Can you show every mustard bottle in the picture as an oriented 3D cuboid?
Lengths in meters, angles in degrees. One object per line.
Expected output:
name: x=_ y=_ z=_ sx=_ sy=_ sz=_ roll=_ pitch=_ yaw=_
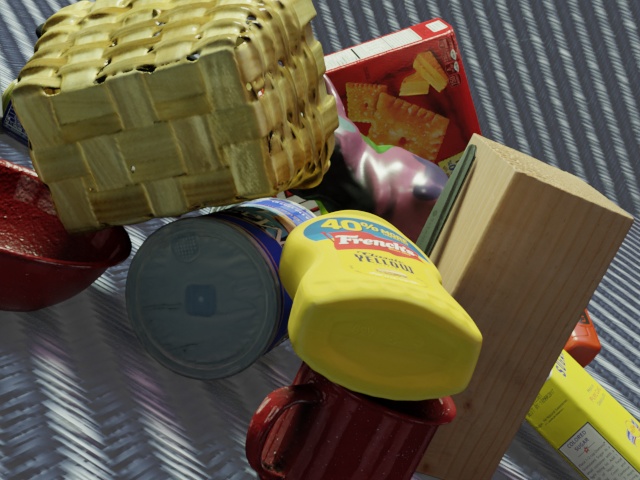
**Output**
mustard bottle: x=0.025 y=0.025 z=0.615 sx=0.096 sy=0.058 sz=0.191 roll=12 pitch=16 yaw=-10

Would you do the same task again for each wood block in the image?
wood block: x=0.105 y=0.048 z=0.705 sx=0.090 sy=0.206 sz=0.091 roll=20 pitch=15 yaw=-17

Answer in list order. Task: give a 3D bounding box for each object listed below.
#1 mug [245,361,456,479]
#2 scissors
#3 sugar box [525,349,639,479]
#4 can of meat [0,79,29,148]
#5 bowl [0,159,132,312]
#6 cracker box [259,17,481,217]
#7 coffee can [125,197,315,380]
mug: x=0.008 y=0.107 z=0.584 sx=0.117 sy=0.081 sz=0.093 roll=11 pitch=20 yaw=-45
scissors: x=0.059 y=0.040 z=0.670 sx=0.016 sy=0.202 sz=0.096 roll=26 pitch=15 yaw=-30
sugar box: x=0.186 y=0.122 z=0.810 sx=0.176 sy=0.048 sz=0.093 roll=47 pitch=18 yaw=11
can of meat: x=-0.237 y=-0.106 z=0.992 sx=0.084 sy=0.057 sz=0.102 roll=30 pitch=15 yaw=14
bowl: x=-0.204 y=-0.001 z=0.670 sx=0.162 sy=0.055 sz=0.162 roll=23 pitch=14 yaw=-7
cracker box: x=0.039 y=-0.093 z=0.994 sx=0.213 sy=0.164 sz=0.072 roll=-19 pitch=22 yaw=-2
coffee can: x=-0.054 y=0.028 z=0.721 sx=0.103 sy=0.103 sz=0.140 roll=28 pitch=14 yaw=12
